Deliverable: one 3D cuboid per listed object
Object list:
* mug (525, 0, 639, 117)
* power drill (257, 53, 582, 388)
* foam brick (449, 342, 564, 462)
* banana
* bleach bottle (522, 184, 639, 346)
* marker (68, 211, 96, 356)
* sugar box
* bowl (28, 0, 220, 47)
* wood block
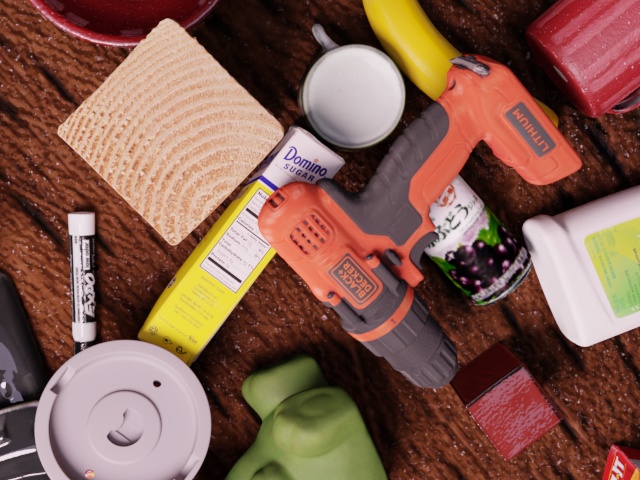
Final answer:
[{"bbox_3d":[0.203,-0.134,0.747,0.081,0.093,0.117,-39,134,6],"label":"mug"},{"bbox_3d":[0.078,-0.012,0.694,0.187,0.057,0.184,-45,117,-2],"label":"power drill"},{"bbox_3d":[0.132,0.114,0.771,0.051,0.078,0.053,-37,96,2],"label":"foam brick"},{"bbox_3d":[0.088,-0.138,0.757,0.069,0.037,0.198,-39,98,2],"label":"banana"},{"bbox_3d":[0.281,-0.015,0.773,0.251,0.068,0.102,-23,98,-3],"label":"bleach bottle"},{"bbox_3d":[-0.171,0.040,0.772,0.020,0.020,0.121,-1,97,-4],"label":"marker"},{"bbox_3d":[-0.055,0.001,0.738,0.048,0.093,0.176,35,93,-7],"label":"sugar box"},{"bbox_3d":[-0.131,-0.211,0.725,0.162,0.055,0.162,0,97,-4],"label":"bowl"},{"bbox_3d":[-0.086,-0.070,0.669,0.091,0.206,0.090,44,92,-8],"label":"wood block"}]
